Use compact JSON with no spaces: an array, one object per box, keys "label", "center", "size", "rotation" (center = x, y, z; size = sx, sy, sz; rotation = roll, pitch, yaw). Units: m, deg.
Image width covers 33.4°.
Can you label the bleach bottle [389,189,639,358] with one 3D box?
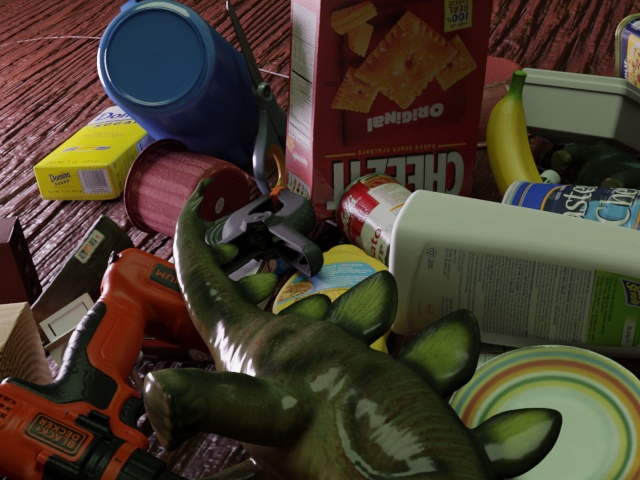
[{"label":"bleach bottle","center":[0.172,0.036,0.691],"size":[0.251,0.102,0.068],"rotation":[12,37,20]}]

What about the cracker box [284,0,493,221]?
[{"label":"cracker box","center":[0.058,-0.131,0.931],"size":[0.164,0.214,0.072],"rotation":[-7,25,-21]}]

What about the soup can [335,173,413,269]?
[{"label":"soup can","center":[0.063,-0.007,0.883],"size":[0.068,0.068,0.102],"rotation":[-18,29,-16]}]

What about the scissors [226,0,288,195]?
[{"label":"scissors","center":[-0.060,-0.122,1.022],"size":[0.016,0.201,0.096],"rotation":[2,53,35]}]

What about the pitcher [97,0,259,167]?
[{"label":"pitcher","center":[-0.140,-0.162,1.046],"size":[0.149,0.145,0.243],"rotation":[12,-2,6]}]

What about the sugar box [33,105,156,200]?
[{"label":"sugar box","center":[-0.229,-0.101,1.176],"size":[0.093,0.048,0.176],"rotation":[0,30,18]}]

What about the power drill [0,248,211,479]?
[{"label":"power drill","center":[-0.113,0.098,0.682],"size":[0.184,0.057,0.187],"rotation":[25,42,4]}]

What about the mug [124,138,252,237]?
[{"label":"mug","center":[-0.112,-0.044,0.991],"size":[0.082,0.093,0.117],"rotation":[19,28,35]}]

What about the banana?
[{"label":"banana","center":[0.177,-0.047,0.893],"size":[0.037,0.070,0.198],"rotation":[-7,61,-16]}]

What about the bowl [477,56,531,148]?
[{"label":"bowl","center":[0.168,-0.155,1.141],"size":[0.162,0.055,0.162],"rotation":[-7,28,4]}]

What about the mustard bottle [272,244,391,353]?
[{"label":"mustard bottle","center":[0.010,0.056,0.790],"size":[0.096,0.058,0.191],"rotation":[-12,26,16]}]

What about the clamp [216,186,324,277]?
[{"label":"clamp","center":[-0.056,0.001,0.856],"size":[0.120,0.039,0.171],"rotation":[-9,18,4]}]

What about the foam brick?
[{"label":"foam brick","center":[-0.277,0.026,0.918],"size":[0.051,0.078,0.053],"rotation":[-11,28,0]}]

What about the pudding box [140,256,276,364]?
[{"label":"pudding box","center":[-0.096,0.054,0.852],"size":[0.090,0.039,0.113],"rotation":[2,31,17]}]

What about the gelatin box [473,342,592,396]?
[{"label":"gelatin box","center":[0.139,0.088,0.721],"size":[0.089,0.030,0.073],"rotation":[-1,28,12]}]
